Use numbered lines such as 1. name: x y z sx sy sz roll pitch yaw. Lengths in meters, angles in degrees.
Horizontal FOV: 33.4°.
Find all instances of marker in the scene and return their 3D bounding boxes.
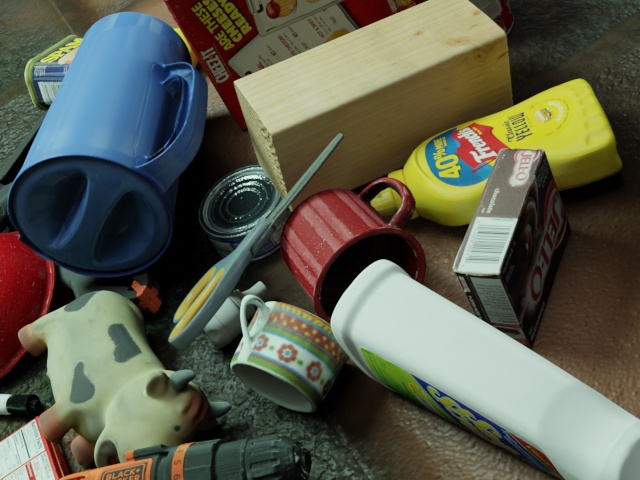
1. marker: -0.287 0.139 0.907 0.121 0.020 0.020 -3 50 26

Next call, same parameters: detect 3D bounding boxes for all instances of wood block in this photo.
1. wood block: 0.046 -0.116 0.884 0.206 0.091 0.090 -24 43 -9

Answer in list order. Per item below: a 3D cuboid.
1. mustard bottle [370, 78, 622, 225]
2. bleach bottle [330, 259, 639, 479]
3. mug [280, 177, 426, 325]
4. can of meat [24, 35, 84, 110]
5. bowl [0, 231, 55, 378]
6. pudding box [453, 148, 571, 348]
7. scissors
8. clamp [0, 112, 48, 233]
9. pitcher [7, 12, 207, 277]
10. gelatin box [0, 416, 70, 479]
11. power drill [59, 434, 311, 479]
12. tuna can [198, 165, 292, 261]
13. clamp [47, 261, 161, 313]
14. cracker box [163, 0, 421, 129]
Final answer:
1. mustard bottle: 0.130 -0.059 0.837 0.192 0.058 0.096 -20 40 11
2. bleach bottle: 0.123 0.099 0.666 0.251 0.102 0.068 27 72 42
3. mug: 0.027 0.003 0.808 0.117 0.093 0.082 -56 38 12
4. can of meat: -0.245 -0.178 1.128 0.084 0.057 0.102 4 32 27
5. bowl: -0.314 0.053 0.949 0.162 0.055 0.162 -18 55 26
6. pudding box: 0.138 0.005 0.753 0.039 0.090 0.113 6 55 34
7. scissors: -0.055 0.001 0.827 0.201 0.016 0.096 -54 14 -16
8. clamp: -0.312 -0.041 1.061 0.210 0.036 0.165 -45 34 -13
9. pitcher: -0.171 -0.099 0.934 0.149 0.145 0.242 7 44 -3
10. gelatin box: -0.239 0.191 0.828 0.089 0.030 0.073 -33 43 -3
11. power drill: -0.093 0.209 0.642 0.185 0.057 0.187 -17 43 19
12. tuna can: -0.061 -0.024 0.924 0.086 0.033 0.086 -15 46 16
13. clamp: -0.192 0.014 0.954 0.172 0.039 0.120 17 71 38
14. cracker box: -0.028 -0.231 0.998 0.213 0.164 0.072 -32 42 -2
